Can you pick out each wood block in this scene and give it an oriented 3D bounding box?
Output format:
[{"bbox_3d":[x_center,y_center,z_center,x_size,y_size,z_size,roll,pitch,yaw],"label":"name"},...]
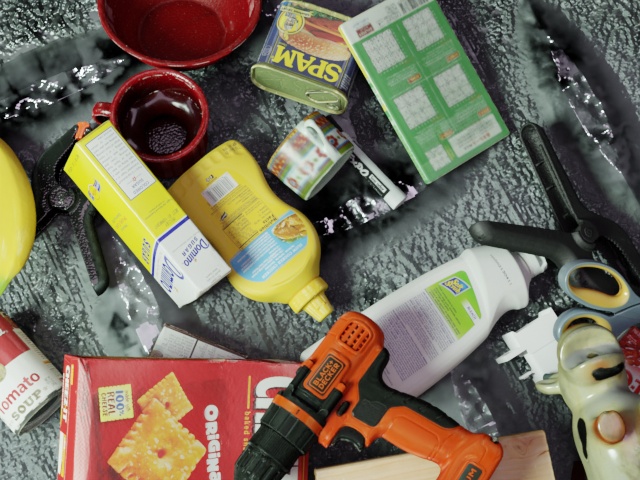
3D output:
[{"bbox_3d":[0.102,0.234,0.965,0.206,0.090,0.091,-9,78,-4],"label":"wood block"}]

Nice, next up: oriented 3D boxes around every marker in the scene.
[{"bbox_3d":[0.039,-0.081,1.069,0.020,0.020,0.121,-41,81,-10],"label":"marker"}]

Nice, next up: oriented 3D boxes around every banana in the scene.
[{"bbox_3d":[-0.308,-0.045,1.017,0.070,0.037,0.198,-24,63,8],"label":"banana"}]

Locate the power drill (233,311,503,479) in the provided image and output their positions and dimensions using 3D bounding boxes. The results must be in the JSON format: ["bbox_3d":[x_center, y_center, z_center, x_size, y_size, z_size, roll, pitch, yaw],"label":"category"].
[{"bbox_3d":[0.043,0.177,0.899,0.188,0.057,0.184,35,76,9],"label":"power drill"}]

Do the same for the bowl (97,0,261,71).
[{"bbox_3d":[-0.139,-0.224,1.068,0.162,0.055,0.162,2,62,-3],"label":"bowl"}]

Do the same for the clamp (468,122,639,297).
[{"bbox_3d":[0.237,0.002,1.019,0.210,0.036,0.164,45,52,-5],"label":"clamp"}]

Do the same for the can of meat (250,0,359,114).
[{"bbox_3d":[-0.008,-0.186,1.073,0.102,0.057,0.084,20,75,2],"label":"can of meat"}]

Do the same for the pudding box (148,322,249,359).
[{"bbox_3d":[-0.128,0.145,1.005,0.090,0.039,0.113,22,80,1],"label":"pudding box"}]

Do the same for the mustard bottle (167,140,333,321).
[{"bbox_3d":[-0.057,0.001,1.028,0.096,0.058,0.192,-40,81,-11],"label":"mustard bottle"}]

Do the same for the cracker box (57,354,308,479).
[{"bbox_3d":[-0.117,0.184,0.933,0.213,0.072,0.164,4,86,-23],"label":"cracker box"}]

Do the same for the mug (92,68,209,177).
[{"bbox_3d":[-0.164,-0.111,1.039,0.117,0.081,0.093,9,77,0],"label":"mug"}]

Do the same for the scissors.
[{"bbox_3d":[0.301,0.082,1.004,0.201,0.016,0.096,26,95,-17],"label":"scissors"}]

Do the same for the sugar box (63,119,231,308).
[{"bbox_3d":[-0.163,-0.020,0.993,0.048,0.093,0.176,-38,93,-22],"label":"sugar box"}]

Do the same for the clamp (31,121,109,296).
[{"bbox_3d":[-0.260,-0.033,1.043,0.120,0.039,0.171,4,74,-5],"label":"clamp"}]

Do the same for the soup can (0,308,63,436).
[{"bbox_3d":[-0.289,0.123,0.991,0.068,0.068,0.102,-43,83,-10],"label":"soup can"}]

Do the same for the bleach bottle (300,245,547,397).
[{"bbox_3d":[0.110,0.084,1.013,0.250,0.068,0.102,-30,82,-10],"label":"bleach bottle"}]
